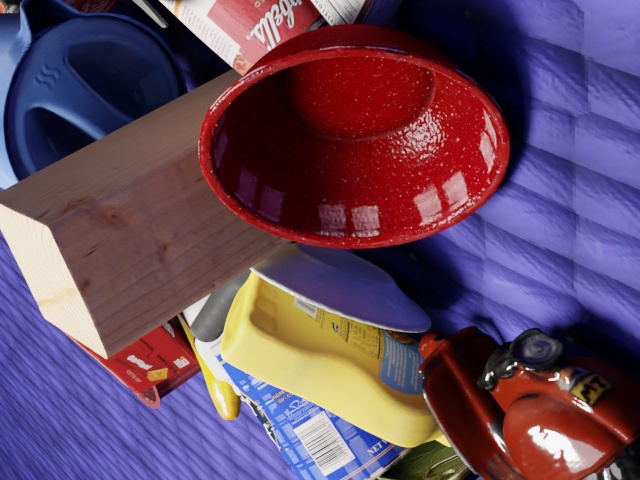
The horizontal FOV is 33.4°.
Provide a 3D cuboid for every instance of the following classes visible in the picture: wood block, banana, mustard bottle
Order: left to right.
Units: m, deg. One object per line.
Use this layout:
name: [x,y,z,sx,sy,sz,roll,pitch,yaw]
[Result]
banana: [-0.132,0.083,1.026,0.198,0.069,0.037,42,-177,14]
wood block: [-0.079,-0.029,0.653,0.091,0.205,0.090,20,135,50]
mustard bottle: [0.031,0.085,0.703,0.191,0.096,0.058,28,111,-10]

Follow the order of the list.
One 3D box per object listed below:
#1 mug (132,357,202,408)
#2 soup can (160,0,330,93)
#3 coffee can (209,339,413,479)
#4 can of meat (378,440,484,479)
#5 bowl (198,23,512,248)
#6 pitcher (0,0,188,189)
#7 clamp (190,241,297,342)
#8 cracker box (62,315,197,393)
mug: [-0.165,0.099,1.078,0.117,0.081,0.093,57,154,-1]
soup can: [-0.045,-0.140,0.605,0.102,0.068,0.069,42,153,1]
coffee can: [-0.001,0.109,0.791,0.140,0.102,0.103,56,154,1]
can of meat: [0.099,0.188,0.762,0.084,0.057,0.102,58,154,-9]
bowl: [0.018,-0.062,0.566,0.162,0.162,0.055,100,174,-54]
pitcher: [-0.208,-0.089,0.752,0.243,0.144,0.149,18,93,47]
clamp: [-0.055,0.001,0.812,0.172,0.039,0.120,-30,63,50]
cracker box: [-0.202,0.012,0.945,0.214,0.072,0.164,61,180,29]
